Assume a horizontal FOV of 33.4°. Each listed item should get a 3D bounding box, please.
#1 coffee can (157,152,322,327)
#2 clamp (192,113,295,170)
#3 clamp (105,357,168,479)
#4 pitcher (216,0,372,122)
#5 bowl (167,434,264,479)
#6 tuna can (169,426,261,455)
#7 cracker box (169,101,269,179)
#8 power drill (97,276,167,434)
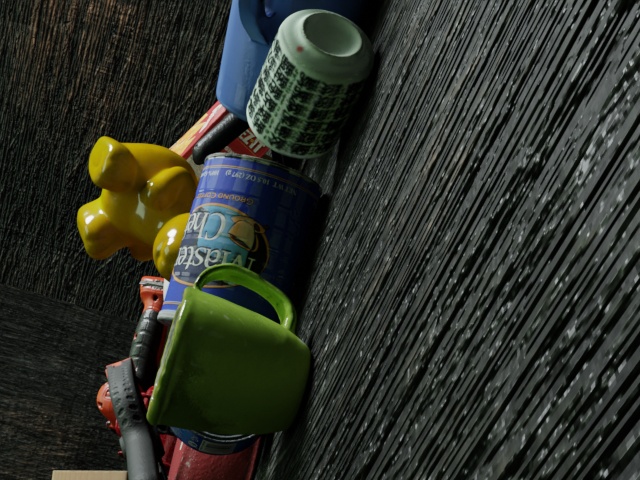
[{"bbox_3d":[-0.065,0.012,0.875,0.103,0.102,0.140,141,145,-75],"label":"coffee can"},{"bbox_3d":[-0.044,-0.127,1.061,0.039,0.120,0.171,28,87,49],"label":"clamp"},{"bbox_3d":[-0.163,0.186,0.967,0.164,0.036,0.210,84,164,-54],"label":"clamp"},{"bbox_3d":[-0.019,-0.220,0.928,0.145,0.149,0.243,-125,46,-57],"label":"pitcher"},{"bbox_3d":[-0.089,0.171,0.885,0.162,0.055,0.162,-164,91,-81],"label":"bowl"},{"bbox_3d":[-0.075,0.117,0.802,0.034,0.086,0.086,117,167,-55],"label":"tuna can"},{"bbox_3d":[-0.115,-0.108,1.208,0.214,0.072,0.164,-41,15,34],"label":"cracker box"},{"bbox_3d":[-0.198,0.151,1.274,0.184,0.057,0.187,78,-158,-63],"label":"power drill"}]
